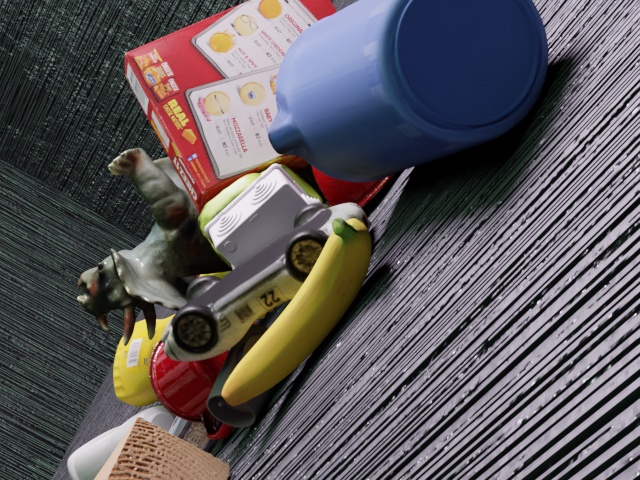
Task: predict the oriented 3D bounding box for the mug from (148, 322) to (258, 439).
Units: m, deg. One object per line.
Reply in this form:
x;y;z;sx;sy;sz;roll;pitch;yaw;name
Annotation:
-0.097;0.121;0.965;0.082;0.093;0.117;-40;52;52;mug

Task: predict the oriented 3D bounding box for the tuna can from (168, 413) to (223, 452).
-0.118;0.177;1.032;0.086;0.033;0.086;-57;9;14;tuna can

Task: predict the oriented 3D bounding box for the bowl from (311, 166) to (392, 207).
0.038;-0.100;0.950;0.162;0.055;0.162;-51;15;19;bowl

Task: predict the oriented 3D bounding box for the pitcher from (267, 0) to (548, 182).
0.065;-0.116;0.728;0.243;0.145;0.149;-176;104;-76;pitcher

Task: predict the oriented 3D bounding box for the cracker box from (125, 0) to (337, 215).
-0.063;-0.145;1.058;0.213;0.164;0.072;-27;-12;-17;cracker box

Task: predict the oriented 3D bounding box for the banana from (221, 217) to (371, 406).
-0.011;0.048;0.785;0.037;0.069;0.198;55;130;32;banana

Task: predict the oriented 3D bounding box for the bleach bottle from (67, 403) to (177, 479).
-0.220;0.239;1.233;0.102;0.068;0.251;-30;-5;-29;bleach bottle

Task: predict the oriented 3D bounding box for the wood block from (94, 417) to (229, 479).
-0.166;0.252;0.874;0.206;0.090;0.090;-54;10;35;wood block

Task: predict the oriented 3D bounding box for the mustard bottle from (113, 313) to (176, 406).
-0.146;0.120;1.163;0.192;0.058;0.096;-19;51;40;mustard bottle
